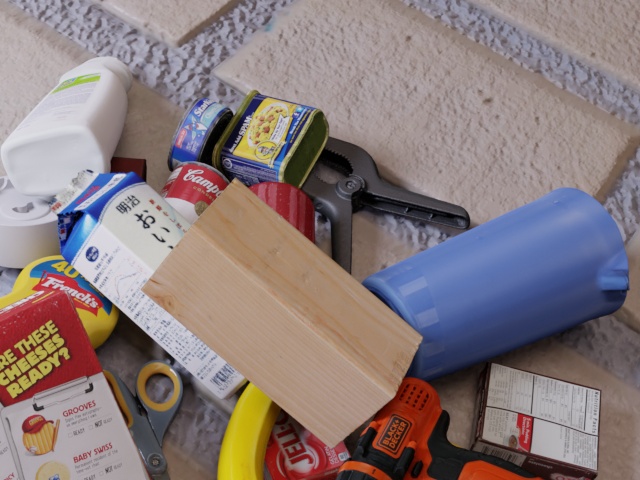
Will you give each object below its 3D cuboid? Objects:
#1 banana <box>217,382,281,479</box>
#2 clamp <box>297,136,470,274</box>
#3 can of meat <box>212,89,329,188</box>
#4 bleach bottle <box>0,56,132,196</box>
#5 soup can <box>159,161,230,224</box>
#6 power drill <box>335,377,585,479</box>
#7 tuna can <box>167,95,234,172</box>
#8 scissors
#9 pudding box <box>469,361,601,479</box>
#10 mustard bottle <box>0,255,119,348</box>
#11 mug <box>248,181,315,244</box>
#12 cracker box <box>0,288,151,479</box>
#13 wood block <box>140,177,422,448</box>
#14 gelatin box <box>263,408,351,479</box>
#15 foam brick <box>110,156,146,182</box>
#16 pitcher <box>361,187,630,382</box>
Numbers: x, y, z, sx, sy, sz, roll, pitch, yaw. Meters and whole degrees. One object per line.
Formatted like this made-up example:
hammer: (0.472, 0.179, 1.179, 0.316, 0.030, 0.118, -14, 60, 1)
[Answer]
banana: (-0.050, 0.171, 0.882, 0.069, 0.037, 0.197, -8, 42, 7)
clamp: (0.028, -0.039, 1.109, 0.164, 0.036, 0.210, -36, 61, -24)
can of meat: (-0.050, -0.100, 1.108, 0.084, 0.057, 0.102, 17, 64, 25)
bleach bottle: (-0.236, -0.132, 1.084, 0.103, 0.068, 0.250, -10, 29, 11)
soup can: (-0.135, -0.019, 1.045, 0.068, 0.068, 0.102, 19, 51, 6)
power drill: (0.103, 0.210, 0.822, 0.188, 0.057, 0.184, 26, 52, 10)
tuna can: (-0.123, -0.104, 1.104, 0.034, 0.086, 0.086, 25, 52, 8)
scissors: (-0.130, 0.178, 0.921, 0.096, 0.016, 0.202, -29, 61, -30)
pudding box: (0.197, 0.167, 0.973, 0.113, 0.039, 0.090, 16, 50, 0)
mustard bottle: (-0.232, 0.063, 0.946, 0.096, 0.058, 0.191, 32, 28, -1)
mug: (-0.057, 0.001, 1.040, 0.117, 0.093, 0.081, -20, 43, 21)
cracker box: (-0.230, 0.166, 0.808, 0.164, 0.072, 0.213, -28, 103, -27)
wood block: (-0.030, 0.060, 0.880, 0.206, 0.091, 0.090, 40, 37, -4)
gelatin box: (-0.022, 0.174, 0.935, 0.073, 0.030, 0.089, -13, 54, -18)
foam brick: (-0.202, -0.039, 1.060, 0.051, 0.053, 0.078, 5, 52, -6)
pitcher: (0.153, 0.045, 1.008, 0.242, 0.149, 0.145, -20, 70, -24)
